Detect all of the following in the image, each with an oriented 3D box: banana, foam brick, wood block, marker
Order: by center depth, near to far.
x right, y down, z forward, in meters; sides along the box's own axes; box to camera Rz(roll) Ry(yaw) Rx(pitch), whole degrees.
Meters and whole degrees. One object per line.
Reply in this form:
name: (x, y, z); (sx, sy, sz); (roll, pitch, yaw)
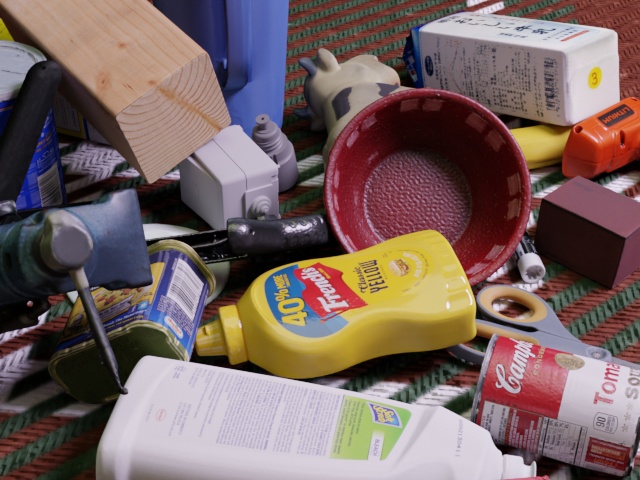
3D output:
foam brick: (0.218, -0.008, 0.849); (0.052, 0.051, 0.078); (-29, 45, -36)
marker: (0.160, -0.009, 0.877); (0.020, 0.020, 0.121); (-3, 35, -4)
wood block: (-0.178, -0.155, 0.888); (0.090, 0.091, 0.206); (-39, 59, -15)
banana: (0.206, -0.096, 0.985); (0.197, 0.037, 0.070); (-11, 39, -15)

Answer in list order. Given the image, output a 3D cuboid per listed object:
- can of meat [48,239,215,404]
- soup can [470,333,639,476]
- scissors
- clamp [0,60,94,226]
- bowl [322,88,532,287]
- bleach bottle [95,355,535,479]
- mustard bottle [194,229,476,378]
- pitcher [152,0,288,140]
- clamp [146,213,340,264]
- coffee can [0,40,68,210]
can of meat: (-0.128, 0.057, 0.727); (0.102, 0.057, 0.084); (-22, 32, 23)
soup can: (0.152, 0.104, 0.677); (0.102, 0.068, 0.068); (13, 37, 16)
scissors: (0.190, 0.072, 0.766); (0.202, 0.016, 0.096); (7, 36, 10)
clamp: (-0.242, -0.026, 0.802); (0.036, 0.164, 0.209); (23, 51, 33)
bowl: (0.081, -0.035, 0.840); (0.162, 0.162, 0.055); (-2, -7, -4)
bleach bottle: (0.001, 0.133, 0.642); (0.251, 0.068, 0.102); (8, 37, 7)
mustard bottle: (0.006, 0.050, 0.750); (0.191, 0.058, 0.096); (-13, 41, -6)
pitcher: (-0.087, -0.197, 0.949); (0.145, 0.243, 0.149); (20, 40, 25)
clamp: (-0.055, 0.001, 0.813); (0.120, 0.039, 0.171); (-4, -2, 35)
coffee can: (-0.264, -0.077, 0.867); (0.103, 0.140, 0.103); (0, 35, 0)
